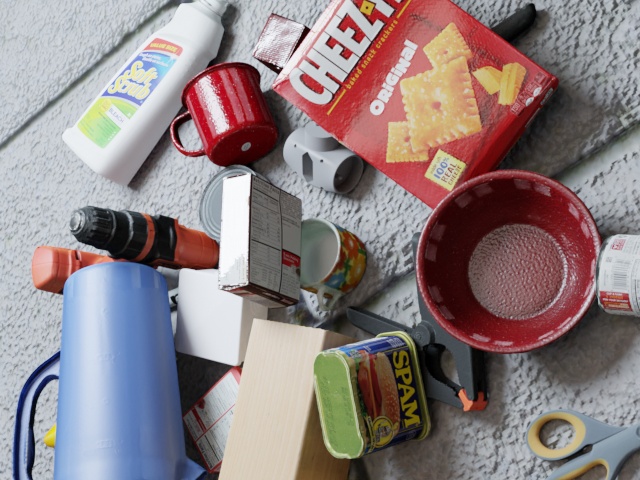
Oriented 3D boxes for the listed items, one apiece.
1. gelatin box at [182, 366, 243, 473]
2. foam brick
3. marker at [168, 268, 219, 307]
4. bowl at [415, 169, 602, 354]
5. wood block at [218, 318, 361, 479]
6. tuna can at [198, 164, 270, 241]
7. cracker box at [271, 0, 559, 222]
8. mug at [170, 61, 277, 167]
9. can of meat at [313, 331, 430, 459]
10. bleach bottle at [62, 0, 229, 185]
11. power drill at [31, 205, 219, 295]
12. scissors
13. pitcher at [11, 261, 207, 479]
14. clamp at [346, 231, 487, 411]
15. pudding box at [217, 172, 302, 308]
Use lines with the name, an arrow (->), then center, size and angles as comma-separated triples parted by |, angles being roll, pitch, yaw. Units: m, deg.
gelatin box -> -0.093, 0.185, 1.096 | 0.089, 0.030, 0.073 | -45, 57, 15
foam brick -> -0.025, -0.198, 1.138 | 0.053, 0.078, 0.051 | 28, 91, 37
marker -> -0.147, 0.056, 1.180 | 0.121, 0.020, 0.020 | -23, 64, 27
bowl -> 0.168, 0.022, 0.938 | 0.162, 0.055, 0.162 | -4, 77, 19
wood block -> -0.026, 0.187, 1.012 | 0.091, 0.090, 0.206 | 5, 79, 36
tuna can -> -0.089, -0.036, 1.159 | 0.086, 0.033, 0.086 | -11, 70, 32
cracker box -> 0.088, -0.144, 0.994 | 0.214, 0.072, 0.164 | 38, 100, 7
mug -> -0.107, -0.129, 1.161 | 0.117, 0.093, 0.081 | -22, 66, 0
can of meat -> 0.044, 0.139, 0.960 | 0.058, 0.083, 0.102 | -12, 87, 50
bleach bottle -> -0.197, -0.192, 1.266 | 0.103, 0.068, 0.251 | 41, 98, 35
power drill -> -0.232, 0.016, 1.161 | 0.188, 0.184, 0.057 | -16, 66, 40
scissors -> 0.251, 0.147, 0.879 | 0.202, 0.016, 0.096 | -44, 56, 15
pitcher -> -0.213, 0.150, 1.071 | 0.145, 0.149, 0.243 | -32, 55, 41
clamp -> 0.103, 0.078, 0.984 | 0.172, 0.039, 0.120 | 46, 121, 31
pudding box -> -0.057, 0.001, 1.024 | 0.039, 0.089, 0.113 | -12, 69, 31
